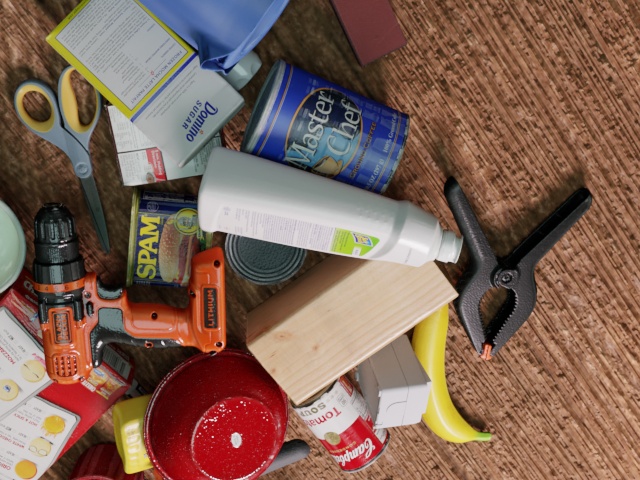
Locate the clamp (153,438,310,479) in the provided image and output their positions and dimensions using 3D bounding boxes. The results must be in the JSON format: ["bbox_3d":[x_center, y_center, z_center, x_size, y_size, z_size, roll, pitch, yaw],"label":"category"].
[{"bbox_3d":[-0.094,0.256,1.166,0.171,0.039,0.120,18,104,-33],"label":"clamp"}]

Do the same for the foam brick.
[{"bbox_3d":[0.044,-0.218,1.042,0.051,0.053,0.078,-25,109,5],"label":"foam brick"}]

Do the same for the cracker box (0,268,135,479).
[{"bbox_3d":[-0.329,0.161,1.144,0.164,0.072,0.214,42,103,-16],"label":"cracker box"}]

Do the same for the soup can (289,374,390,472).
[{"bbox_3d":[0.021,0.197,1.181,0.068,0.068,0.102,-34,108,8],"label":"soup can"}]

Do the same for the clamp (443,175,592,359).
[{"bbox_3d":[0.205,0.029,1.149,0.164,0.036,0.210,-2,113,-10],"label":"clamp"}]

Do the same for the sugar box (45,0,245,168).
[{"bbox_3d":[-0.166,-0.161,1.024,0.176,0.048,0.093,45,89,-4],"label":"sugar box"}]

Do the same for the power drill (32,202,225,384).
[{"bbox_3d":[-0.189,0.049,1.059,0.187,0.057,0.184,-3,108,-5],"label":"power drill"}]

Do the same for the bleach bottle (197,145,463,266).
[{"bbox_3d":[0.010,-0.020,1.027,0.251,0.102,0.068,15,69,1],"label":"bleach bottle"}]

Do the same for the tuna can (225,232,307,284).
[{"bbox_3d":[-0.057,0.001,1.124,0.086,0.034,0.086,-1,110,-3],"label":"tuna can"}]

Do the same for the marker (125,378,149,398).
[{"bbox_3d":[-0.179,0.196,1.193,0.020,0.020,0.121,-39,107,10],"label":"marker"}]

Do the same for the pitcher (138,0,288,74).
[{"bbox_3d":[-0.133,-0.280,0.970,0.243,0.149,0.145,37,110,-6],"label":"pitcher"}]

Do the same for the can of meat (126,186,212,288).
[{"bbox_3d":[-0.155,-0.001,1.106,0.084,0.057,0.102,5,109,-8],"label":"can of meat"}]

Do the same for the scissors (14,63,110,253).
[{"bbox_3d":[-0.262,-0.083,1.090,0.096,0.016,0.202,3,109,-3],"label":"scissors"}]

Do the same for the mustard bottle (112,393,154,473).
[{"bbox_3d":[-0.126,0.189,1.157,0.191,0.058,0.096,-14,137,-18],"label":"mustard bottle"}]

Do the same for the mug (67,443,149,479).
[{"bbox_3d":[-0.229,0.280,1.183,0.117,0.081,0.093,4,109,-1],"label":"mug"}]

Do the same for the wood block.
[{"bbox_3d":[0.030,0.068,1.123,0.206,0.091,0.090,-36,108,8],"label":"wood block"}]

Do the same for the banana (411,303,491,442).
[{"bbox_3d":[0.133,0.154,1.192,0.069,0.037,0.198,-29,114,-22],"label":"banana"}]

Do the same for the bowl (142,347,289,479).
[{"bbox_3d":[-0.097,0.195,1.097,0.161,0.055,0.162,-5,103,-23],"label":"bowl"}]

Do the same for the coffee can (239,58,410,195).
[{"bbox_3d":[0.003,-0.105,1.053,0.140,0.103,0.103,22,107,-11],"label":"coffee can"}]

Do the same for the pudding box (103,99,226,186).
[{"bbox_3d":[-0.154,-0.107,1.077,0.113,0.039,0.090,-10,108,-3],"label":"pudding box"}]
